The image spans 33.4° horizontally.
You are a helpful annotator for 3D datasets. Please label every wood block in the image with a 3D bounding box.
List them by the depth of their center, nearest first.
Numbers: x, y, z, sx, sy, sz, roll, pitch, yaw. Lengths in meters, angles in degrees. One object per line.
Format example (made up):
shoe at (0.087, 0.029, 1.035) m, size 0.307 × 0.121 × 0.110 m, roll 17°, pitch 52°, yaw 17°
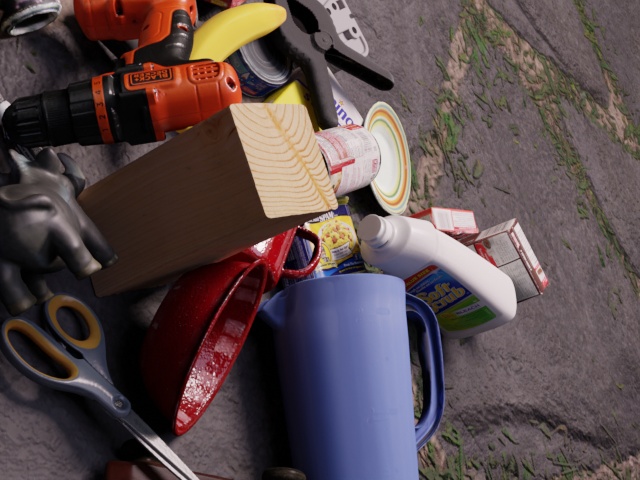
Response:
wood block at (-0.100, -0.030, 0.865) m, size 0.090 × 0.207 × 0.091 m, roll -9°, pitch 79°, yaw -51°

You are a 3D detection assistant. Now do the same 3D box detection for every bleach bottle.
bleach bottle at (0.112, 0.034, 1.137) m, size 0.250 × 0.103 × 0.068 m, roll 31°, pitch 47°, yaw -48°

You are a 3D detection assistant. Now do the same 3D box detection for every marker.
marker at (-0.244, -0.083, 0.873) m, size 0.121 × 0.020 × 0.020 m, roll 57°, pitch 40°, yaw -13°

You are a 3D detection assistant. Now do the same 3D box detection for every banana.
banana at (-0.096, -0.163, 0.979) m, size 0.069 × 0.037 × 0.197 m, roll 40°, pitch 56°, yaw -22°

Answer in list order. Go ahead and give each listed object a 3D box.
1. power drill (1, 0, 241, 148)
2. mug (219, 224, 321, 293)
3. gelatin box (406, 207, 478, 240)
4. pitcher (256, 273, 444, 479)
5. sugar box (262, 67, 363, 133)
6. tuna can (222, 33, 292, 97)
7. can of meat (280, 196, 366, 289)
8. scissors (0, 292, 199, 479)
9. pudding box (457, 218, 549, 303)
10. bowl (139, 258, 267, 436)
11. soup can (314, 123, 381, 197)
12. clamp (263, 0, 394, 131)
power drill at (-0.164, -0.146, 0.872) m, size 0.187 × 0.184 × 0.057 m, roll -104°, pitch -173°, yaw -46°
mug at (-0.056, 0.001, 0.985) m, size 0.117 × 0.093 × 0.081 m, roll 20°, pitch 56°, yaw -2°
gelatin box at (0.127, -0.012, 1.228) m, size 0.089 × 0.073 × 0.030 m, roll 3°, pitch 71°, yaw -50°
pitcher at (0.036, 0.157, 0.993) m, size 0.145 × 0.149 × 0.243 m, roll 34°, pitch 48°, yaw -69°
sugar box at (-0.023, -0.116, 1.127) m, size 0.093 × 0.048 × 0.176 m, roll 54°, pitch 41°, yaw -16°
tuna can at (-0.069, -0.196, 1.121) m, size 0.086 × 0.034 × 0.086 m, roll 25°, pitch 55°, yaw -41°
can of meat at (-0.004, 0.006, 1.080) m, size 0.101 × 0.058 × 0.084 m, roll -10°, pitch 82°, yaw -51°
scissors at (-0.161, 0.113, 0.843) m, size 0.201 × 0.016 × 0.096 m, roll 36°, pitch 38°, yaw -15°
pudding box at (0.197, 0.037, 1.255) m, size 0.090 × 0.114 × 0.039 m, roll 61°, pitch 35°, yaw -9°
bowl at (-0.104, 0.078, 0.885) m, size 0.055 × 0.162 × 0.162 m, roll 25°, pitch 43°, yaw 8°
soup can at (0.007, -0.076, 1.049) m, size 0.102 × 0.069 × 0.068 m, roll -22°, pitch 89°, yaw -54°
clamp at (-0.006, -0.195, 1.125) m, size 0.171 × 0.039 × 0.120 m, roll 44°, pitch 47°, yaw -7°
